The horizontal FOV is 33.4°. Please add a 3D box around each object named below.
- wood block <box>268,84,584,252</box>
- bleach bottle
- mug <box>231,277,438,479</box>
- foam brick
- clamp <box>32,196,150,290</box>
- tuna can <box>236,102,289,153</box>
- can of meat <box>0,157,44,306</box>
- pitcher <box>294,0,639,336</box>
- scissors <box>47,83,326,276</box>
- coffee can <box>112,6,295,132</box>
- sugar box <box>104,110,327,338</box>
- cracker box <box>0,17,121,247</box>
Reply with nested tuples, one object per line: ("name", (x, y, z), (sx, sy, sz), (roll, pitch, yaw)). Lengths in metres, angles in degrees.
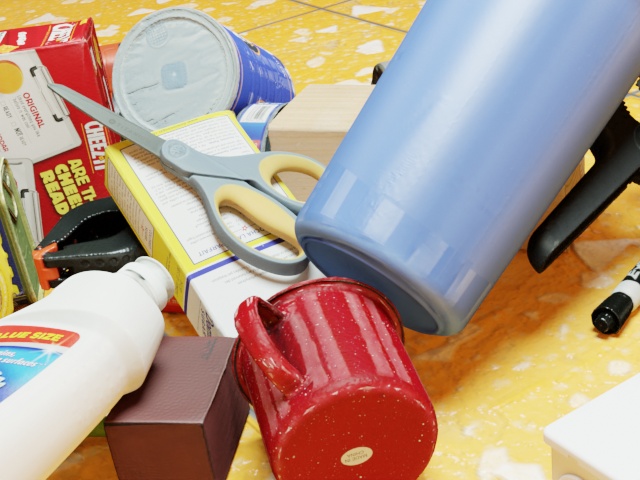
("wood block", (0.078, -0.056, 0.763), (0.206, 0.091, 0.090), (3, 29, 21))
("bleach bottle", (-0.163, 0.084, 0.496), (0.103, 0.068, 0.250), (8, 36, 34))
("mug", (0.001, 0.071, 0.519), (0.093, 0.117, 0.081), (-38, 32, 9))
("foam brick", (-0.072, 0.092, 0.559), (0.053, 0.051, 0.078), (-1, 28, 12))
("clamp", (-0.120, -0.019, 0.732), (0.171, 0.039, 0.120), (-19, 31, -24))
("tuna can", (-0.037, -0.062, 0.811), (0.034, 0.086, 0.086), (4, 29, 25))
("can of meat", (-0.243, 0.003, 0.724), (0.084, 0.102, 0.057), (-13, 27, -5))
("pitcher", (0.089, -0.071, 0.606), (0.145, 0.149, 0.242), (26, 75, 30))
("scissors", (-0.069, -0.055, 0.659), (0.096, 0.016, 0.202), (-34, 66, -33))
("coffee can", (-0.090, -0.121, 0.860), (0.103, 0.103, 0.140), (1, -1, 17))
("sugar box", (-0.055, 0.001, 0.659), (0.093, 0.048, 0.176), (-21, 61, -25))
("cracker box", (-0.258, -0.066, 0.792), (0.213, 0.164, 0.072), (-9, 29, -2))
